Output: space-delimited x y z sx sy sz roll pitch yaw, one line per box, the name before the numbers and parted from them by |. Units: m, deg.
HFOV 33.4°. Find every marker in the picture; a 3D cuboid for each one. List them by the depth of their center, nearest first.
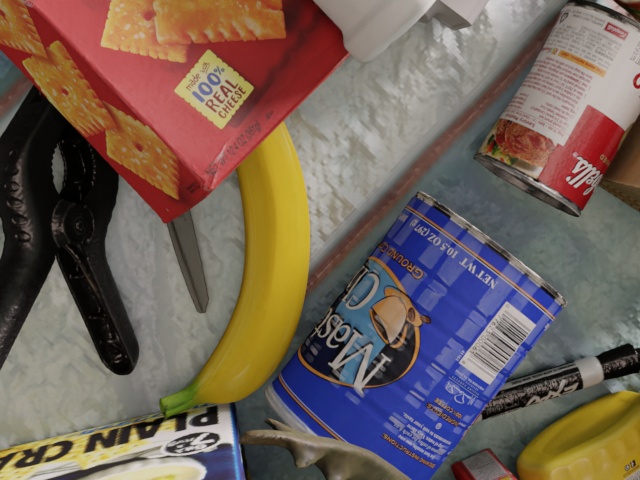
marker | 0.137 0.086 0.640 0.121 0.020 0.020 -17 99 -4

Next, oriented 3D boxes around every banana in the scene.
banana | -0.038 0.007 0.596 0.069 0.037 0.198 10 91 -25

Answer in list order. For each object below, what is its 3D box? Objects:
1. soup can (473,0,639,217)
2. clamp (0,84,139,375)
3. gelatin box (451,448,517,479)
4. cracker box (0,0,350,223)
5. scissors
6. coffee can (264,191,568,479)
soup can | 0.140 -0.073 0.595 0.068 0.068 0.102 30 93 -9
clamp | -0.146 -0.002 0.561 0.039 0.120 0.171 -4 95 26
gelatin box | 0.113 0.175 0.621 0.030 0.073 0.089 -24 99 -3
cracker box | -0.086 -0.143 0.527 0.213 0.072 0.164 48 60 -10
scissors | -0.075 -0.067 0.600 0.096 0.016 0.202 -29 99 -2
coffee can | 0.051 0.059 0.585 0.102 0.103 0.140 37 92 -9
